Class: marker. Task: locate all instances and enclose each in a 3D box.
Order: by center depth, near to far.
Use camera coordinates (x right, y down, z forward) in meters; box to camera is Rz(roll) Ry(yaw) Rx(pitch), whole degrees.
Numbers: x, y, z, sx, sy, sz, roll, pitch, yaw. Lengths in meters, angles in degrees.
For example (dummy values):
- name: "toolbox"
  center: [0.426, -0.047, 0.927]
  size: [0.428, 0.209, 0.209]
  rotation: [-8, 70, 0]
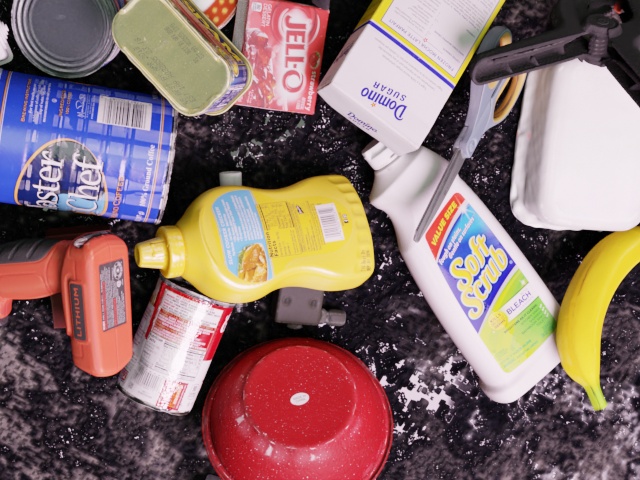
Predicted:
- name: "marker"
  center: [-0.074, 0.002, 0.909]
  size: [0.020, 0.020, 0.121]
  rotation: [-4, 100, -12]

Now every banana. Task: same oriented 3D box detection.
- name: "banana"
  center: [0.247, 0.050, 0.938]
  size: [0.069, 0.037, 0.197]
  rotation: [47, 56, -29]

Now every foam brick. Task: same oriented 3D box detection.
- name: "foam brick"
  center: [-0.195, 0.028, 0.870]
  size: [0.053, 0.051, 0.078]
  rotation: [-4, 99, -11]

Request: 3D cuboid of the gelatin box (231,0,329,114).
- name: "gelatin box"
  center: [-0.036, -0.153, 0.877]
  size: [0.073, 0.030, 0.089]
  rotation: [4, 102, -28]

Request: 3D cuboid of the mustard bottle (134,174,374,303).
- name: "mustard bottle"
  center: [-0.056, 0.001, 0.864]
  size: [0.191, 0.058, 0.096]
  rotation: [-7, 72, -25]

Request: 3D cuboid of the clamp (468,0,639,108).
- name: "clamp"
  center: [0.236, -0.159, 0.874]
  size: [0.165, 0.209, 0.036]
  rotation: [24, 134, 21]

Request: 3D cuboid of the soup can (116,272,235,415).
- name: "soup can"
  center: [-0.120, 0.085, 0.886]
  size: [0.068, 0.068, 0.102]
  rotation: [21, 94, -15]

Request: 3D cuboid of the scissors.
- name: "scissors"
  center: [0.121, -0.098, 0.881]
  size: [0.201, 0.016, 0.096]
  rotation: [-52, 144, -31]

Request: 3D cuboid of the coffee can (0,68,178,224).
- name: "coffee can"
  center: [-0.189, -0.072, 0.829]
  size: [0.140, 0.103, 0.103]
  rotation: [8, 97, -14]

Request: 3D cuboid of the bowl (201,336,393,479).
- name: "bowl"
  center: [-0.018, 0.139, 0.876]
  size: [0.162, 0.055, 0.162]
  rotation: [2, 57, -2]

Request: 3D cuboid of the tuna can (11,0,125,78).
- name: "tuna can"
  center: [-0.195, -0.172, 0.834]
  size: [0.086, 0.033, 0.086]
  rotation: [2, 108, 6]

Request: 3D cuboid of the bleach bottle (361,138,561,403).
- name: "bleach bottle"
  center: [0.116, 0.017, 0.932]
  size: [0.102, 0.068, 0.250]
  rotation: [-41, 103, -7]

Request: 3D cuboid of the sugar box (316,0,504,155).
- name: "sugar box"
  center: [0.079, -0.168, 0.883]
  size: [0.093, 0.048, 0.176]
  rotation: [36, 77, -14]

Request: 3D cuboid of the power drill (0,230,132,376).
- name: "power drill"
  center: [-0.239, 0.059, 0.821]
  size: [0.188, 0.057, 0.184]
  rotation: [2, 101, 19]

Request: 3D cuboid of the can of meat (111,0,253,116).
- name: "can of meat"
  center: [-0.105, -0.142, 0.812]
  size: [0.057, 0.084, 0.102]
  rotation: [-43, 93, 11]
